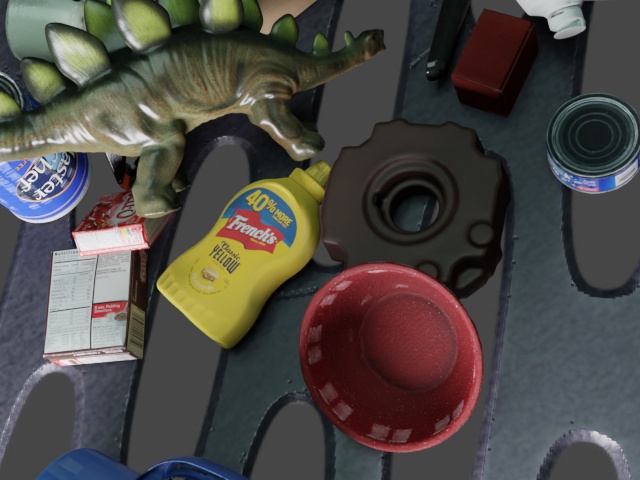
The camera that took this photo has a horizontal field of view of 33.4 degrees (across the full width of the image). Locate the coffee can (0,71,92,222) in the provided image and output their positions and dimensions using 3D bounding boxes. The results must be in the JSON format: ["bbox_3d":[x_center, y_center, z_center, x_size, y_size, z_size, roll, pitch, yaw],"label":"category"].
[{"bbox_3d":[-0.304,-0.090,1.056,0.103,0.140,0.103,-6,68,14],"label":"coffee can"}]

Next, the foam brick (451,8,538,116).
[{"bbox_3d":[0.163,-0.164,0.991,0.051,0.053,0.078,21,76,23],"label":"foam brick"}]

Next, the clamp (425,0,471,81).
[{"bbox_3d":[0.135,-0.256,1.044,0.210,0.036,0.165,-34,62,-1],"label":"clamp"}]

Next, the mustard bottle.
[{"bbox_3d":[-0.057,0.001,0.990,0.096,0.058,0.191,39,84,31],"label":"mustard bottle"}]

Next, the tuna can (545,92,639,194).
[{"bbox_3d":[0.243,-0.087,0.946,0.086,0.033,0.086,-6,68,15],"label":"tuna can"}]

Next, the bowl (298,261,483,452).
[{"bbox_3d":[0.065,0.092,0.897,0.162,0.055,0.162,5,101,24],"label":"bowl"}]

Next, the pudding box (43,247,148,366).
[{"bbox_3d":[-0.216,0.060,1.027,0.090,0.039,0.113,-7,65,15],"label":"pudding box"}]

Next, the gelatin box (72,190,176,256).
[{"bbox_3d":[-0.187,-0.021,1.028,0.073,0.030,0.089,-7,26,16],"label":"gelatin box"}]
